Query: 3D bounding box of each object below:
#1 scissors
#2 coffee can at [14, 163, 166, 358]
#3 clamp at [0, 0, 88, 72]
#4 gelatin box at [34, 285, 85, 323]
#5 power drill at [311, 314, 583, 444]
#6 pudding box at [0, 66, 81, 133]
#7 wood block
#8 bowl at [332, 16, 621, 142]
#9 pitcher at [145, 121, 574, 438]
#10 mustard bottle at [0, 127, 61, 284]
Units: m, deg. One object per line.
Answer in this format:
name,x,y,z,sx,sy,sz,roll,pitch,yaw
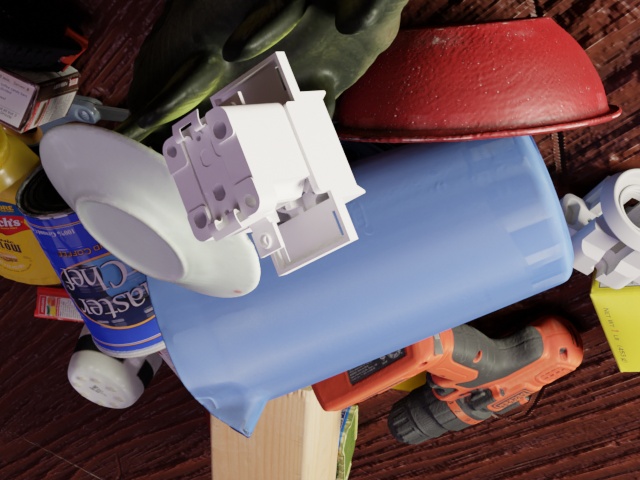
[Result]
scissors,-0.181,-0.088,0.806,0.202,0.016,0.096,20,146,4
coffee can,-0.156,0.005,0.820,0.103,0.102,0.140,-1,129,28
clamp,-0.237,-0.158,0.649,0.209,0.164,0.036,34,127,-31
gelatin box,-0.199,0.058,0.954,0.073,0.030,0.089,6,180,19
power drill,0.080,0.100,0.799,0.185,0.057,0.187,-36,147,31
pudding box,-0.231,-0.118,0.727,0.113,0.090,0.039,25,106,0
wood block,-0.037,0.159,0.912,0.091,0.090,0.206,16,130,15
bowl,0.081,-0.091,0.584,0.162,0.161,0.055,1,103,27
pitcher,0.020,0.003,0.660,0.243,0.145,0.149,-20,107,6
mustard bottle,-0.254,-0.034,0.860,0.096,0.058,0.192,16,150,9
